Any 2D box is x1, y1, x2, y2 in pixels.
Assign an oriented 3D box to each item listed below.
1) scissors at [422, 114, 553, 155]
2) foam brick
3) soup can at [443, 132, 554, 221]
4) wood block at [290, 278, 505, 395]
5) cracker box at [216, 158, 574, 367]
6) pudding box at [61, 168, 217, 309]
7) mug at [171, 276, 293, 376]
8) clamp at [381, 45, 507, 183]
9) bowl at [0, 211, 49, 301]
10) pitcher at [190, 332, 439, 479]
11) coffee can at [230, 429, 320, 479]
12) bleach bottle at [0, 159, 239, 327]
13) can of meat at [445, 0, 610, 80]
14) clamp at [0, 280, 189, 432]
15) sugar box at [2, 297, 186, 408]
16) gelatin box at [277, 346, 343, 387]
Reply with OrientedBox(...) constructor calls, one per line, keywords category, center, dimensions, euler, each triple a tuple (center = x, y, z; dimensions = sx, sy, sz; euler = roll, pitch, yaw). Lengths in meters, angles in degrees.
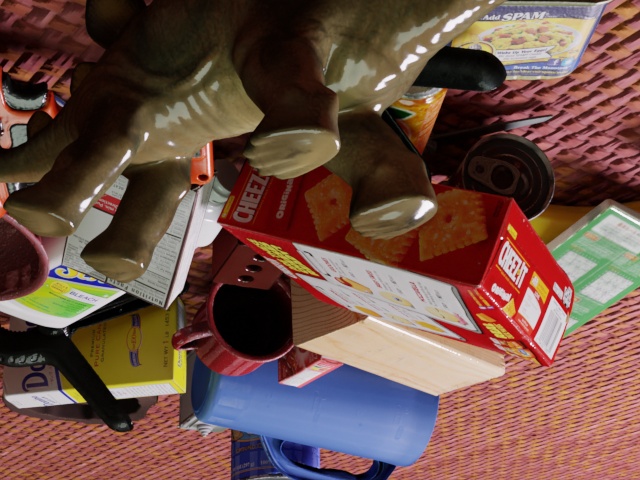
OrientedBox(category="scissors", center=(0.070, -0.063, 0.812), dimensions=(0.202, 0.016, 0.096), euler=(-4, 155, 3))
OrientedBox(category="foam brick", center=(-0.056, 0.001, 0.890), dimensions=(0.053, 0.051, 0.078), euler=(8, 152, -19))
OrientedBox(category="soup can", center=(0.127, -0.032, 0.803), dimensions=(0.068, 0.068, 0.102), euler=(1, 165, -7))
OrientedBox(category="wood block", center=(0.075, 0.071, 0.997), dimensions=(0.090, 0.091, 0.205), euler=(-24, 146, 36))
OrientedBox(category="cracker box", center=(0.059, 0.010, 0.772), dimensions=(0.214, 0.072, 0.164), euler=(14, 164, 34))
OrientedBox(category="pudding box", center=(-0.134, -0.016, 0.781), dimensions=(0.090, 0.039, 0.114), euler=(23, 123, 3))
OrientedBox(category="mug", center=(-0.084, 0.083, 1.003), dimensions=(0.117, 0.093, 0.082), euler=(-15, 166, -28))
OrientedBox(category="clamp", center=(0.016, -0.094, 0.645), dimensions=(0.171, 0.039, 0.120), euler=(26, 136, 7))
OrientedBox(category="bowl", center=(-0.282, -0.017, 0.818), dimensions=(0.162, 0.055, 0.162), euler=(5, 147, 3))
OrientedBox(category="pitcher", center=(-0.010, 0.165, 1.119), dimensions=(0.242, 0.149, 0.145), euler=(12, 144, -17))
OrientedBox(category="coffee can", center=(-0.052, 0.213, 1.215), dimensions=(0.103, 0.140, 0.103), euler=(-2, 153, -1))
OrientedBox(category="bleach bottle", center=(-0.166, -0.005, 0.862), dimensions=(0.251, 0.068, 0.102), euler=(-27, 141, 35))
OrientedBox(category="can of meat", center=(0.113, -0.137, 0.622), dimensions=(0.102, 0.057, 0.084), euler=(0, 156, -3))
OrientedBox(category="clamp", center=(-0.231, 0.073, 0.974), dimensions=(0.210, 0.164, 0.036), euler=(18, 143, 11))
OrientedBox(category="sugar box", center=(-0.221, 0.109, 1.048), dimensions=(0.176, 0.093, 0.048), euler=(-6, 153, 7))
OrientedBox(category="gelatin box", center=(-0.011, 0.087, 1.024), dimensions=(0.030, 0.089, 0.073), euler=(16, 148, -31))
